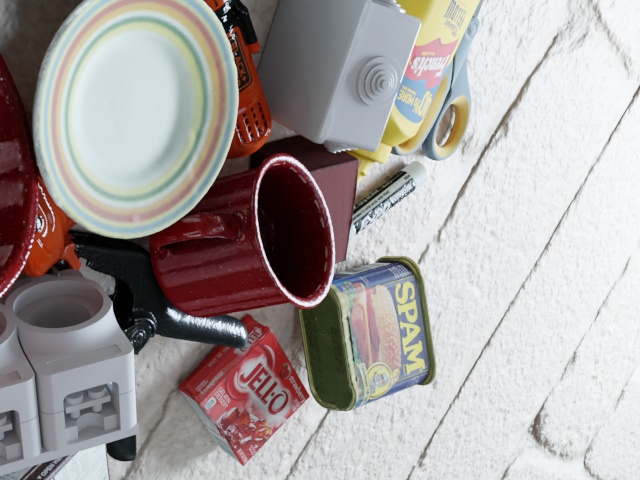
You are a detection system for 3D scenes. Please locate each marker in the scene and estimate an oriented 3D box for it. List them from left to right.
[{"bbox_3d":[0.033,-0.020,0.787,0.121,0.020,0.020,-37,135,-26],"label":"marker"}]

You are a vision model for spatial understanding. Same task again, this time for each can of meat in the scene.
[{"bbox_3d":[0.034,0.069,0.795,0.083,0.058,0.102,-14,99,-38],"label":"can of meat"}]

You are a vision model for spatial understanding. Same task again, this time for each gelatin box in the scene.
[{"bbox_3d":[-0.053,0.108,0.763,0.073,0.030,0.089,-45,138,-19],"label":"gelatin box"}]

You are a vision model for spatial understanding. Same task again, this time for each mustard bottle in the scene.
[{"bbox_3d":[0.056,-0.128,0.716,0.096,0.058,0.192,10,106,-65],"label":"mustard bottle"}]

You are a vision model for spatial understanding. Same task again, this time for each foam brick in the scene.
[{"bbox_3d":[-0.013,-0.024,0.710,0.051,0.053,0.078,-16,123,-40],"label":"foam brick"}]

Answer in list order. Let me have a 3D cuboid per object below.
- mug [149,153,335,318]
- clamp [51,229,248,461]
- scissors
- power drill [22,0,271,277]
[{"bbox_3d":[-0.054,0.001,0.633,0.117,0.082,0.093,6,74,-61],"label":"mug"},{"bbox_3d":[-0.124,0.062,0.655,0.120,0.039,0.171,-55,134,-14],"label":"clamp"},{"bbox_3d":[0.112,-0.143,0.802,0.201,0.016,0.096,-57,142,-5],"label":"scissors"},{"bbox_3d":[-0.116,-0.084,0.563,0.187,0.057,0.184,-39,133,-23],"label":"power drill"}]
